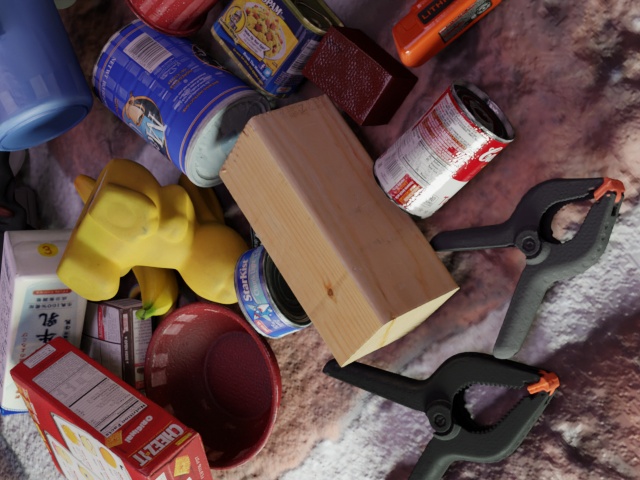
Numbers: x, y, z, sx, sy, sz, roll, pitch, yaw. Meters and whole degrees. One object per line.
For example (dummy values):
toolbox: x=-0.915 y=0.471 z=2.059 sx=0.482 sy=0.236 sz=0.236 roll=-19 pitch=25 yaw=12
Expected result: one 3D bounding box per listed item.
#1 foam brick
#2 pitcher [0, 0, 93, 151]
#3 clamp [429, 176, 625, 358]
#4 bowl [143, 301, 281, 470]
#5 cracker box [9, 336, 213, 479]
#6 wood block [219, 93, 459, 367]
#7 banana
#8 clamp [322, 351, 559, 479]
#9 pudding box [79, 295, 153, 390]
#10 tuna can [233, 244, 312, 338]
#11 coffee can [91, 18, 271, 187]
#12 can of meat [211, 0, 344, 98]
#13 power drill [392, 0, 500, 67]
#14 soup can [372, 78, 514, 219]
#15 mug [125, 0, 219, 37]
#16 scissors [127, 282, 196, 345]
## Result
foam brick: x=0.034 y=-0.142 z=0.924 sx=0.078 sy=0.051 sz=0.053 roll=45 pitch=115 yaw=21
pitcher: x=-0.311 y=-0.212 z=0.992 sx=0.145 sy=0.148 sz=0.243 roll=-30 pitch=84 yaw=45
clamp: x=0.175 y=0.015 z=0.857 sx=0.172 sy=0.039 sz=0.120 roll=-33 pitch=78 yaw=33
bowl: x=-0.093 y=0.136 z=1.032 sx=0.162 sy=0.055 sz=0.162 roll=4 pitch=97 yaw=32
cracker box: x=-0.192 y=0.206 z=1.036 sx=0.214 sy=0.072 sz=0.164 roll=26 pitch=142 yaw=35
wood block: x=0.011 y=-0.010 z=0.914 sx=0.206 sy=0.090 sz=0.091 roll=57 pitch=144 yaw=14
banana: x=-0.188 y=0.008 z=1.071 sx=0.037 sy=0.069 sz=0.198 roll=-41 pitch=56 yaw=9
clamp: x=0.101 y=0.144 z=0.919 sx=0.210 sy=0.036 sz=0.164 roll=-33 pitch=78 yaw=29
pudding box: x=-0.214 y=0.104 z=1.099 sx=0.114 sy=0.039 sz=0.090 roll=6 pitch=100 yaw=53
tuna can: x=-0.039 y=0.044 z=0.970 sx=0.034 sy=0.086 sz=0.086 roll=-22 pitch=83 yaw=31
coffee can: x=-0.130 y=-0.131 z=0.999 sx=0.140 sy=0.102 sz=0.103 roll=40 pitch=114 yaw=23
can of meat: x=-0.041 y=-0.191 z=0.964 sx=0.102 sy=0.057 sz=0.084 roll=52 pitch=121 yaw=18
power drill: x=0.047 y=-0.237 z=0.881 sx=0.184 sy=0.057 sz=0.188 roll=-38 pitch=77 yaw=13
soup can: x=0.100 y=-0.074 z=0.879 sx=0.102 sy=0.068 sz=0.068 roll=-45 pitch=72 yaw=28
mug: x=-0.114 y=-0.249 z=0.970 sx=0.082 sy=0.117 sz=0.093 roll=-32 pitch=91 yaw=46
scissors: x=-0.182 y=0.129 z=1.112 sx=0.096 sy=0.016 sz=0.202 roll=33 pitch=111 yaw=27
